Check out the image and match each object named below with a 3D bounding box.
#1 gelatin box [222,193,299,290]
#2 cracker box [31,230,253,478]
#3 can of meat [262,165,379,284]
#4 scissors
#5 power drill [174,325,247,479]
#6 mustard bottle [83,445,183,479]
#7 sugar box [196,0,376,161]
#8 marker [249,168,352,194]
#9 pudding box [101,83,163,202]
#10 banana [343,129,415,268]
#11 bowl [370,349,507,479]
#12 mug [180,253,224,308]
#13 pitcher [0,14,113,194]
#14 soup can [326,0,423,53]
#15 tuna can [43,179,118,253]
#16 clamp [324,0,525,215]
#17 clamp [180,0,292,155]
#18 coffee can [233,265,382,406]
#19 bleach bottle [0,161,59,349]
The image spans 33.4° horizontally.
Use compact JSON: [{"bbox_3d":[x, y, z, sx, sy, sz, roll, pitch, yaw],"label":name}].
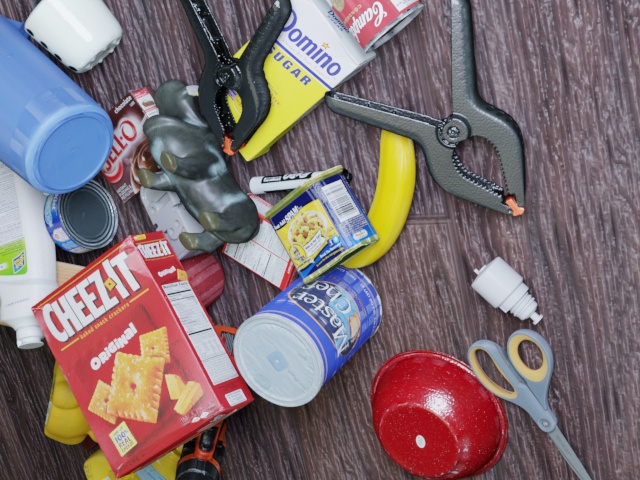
[{"bbox_3d":[-0.058,0.001,1.168,0.089,0.030,0.073,32,127,15],"label":"gelatin box"},{"bbox_3d":[-0.195,0.122,1.145,0.164,0.072,0.214,-34,80,23],"label":"cracker box"},{"bbox_3d":[0.001,-0.014,1.072,0.102,0.057,0.084,-36,81,47],"label":"can of meat"},{"bbox_3d":[0.236,0.167,1.079,0.202,0.016,0.096,43,127,6],"label":"scissors"},{"bbox_3d":[-0.125,0.207,1.227,0.057,0.184,0.188,15,116,-8],"label":"power drill"},{"bbox_3d":[-0.224,0.289,1.391,0.192,0.058,0.096,-34,95,38],"label":"mustard bottle"},{"bbox_3d":[-0.038,-0.165,1.064,0.177,0.048,0.093,-38,90,39],"label":"sugar box"},{"bbox_3d":[-0.021,-0.062,1.121,0.121,0.020,0.020,-3,111,32],"label":"marker"},{"bbox_3d":[-0.207,-0.108,1.199,0.114,0.039,0.090,-34,92,38],"label":"pudding box"},{"bbox_3d":[0.057,-0.036,1.075,0.070,0.037,0.198,34,126,10],"label":"banana"},{"bbox_3d":[0.115,0.200,1.144,0.162,0.055,0.162,14,120,25],"label":"bowl"},{"bbox_3d":[-0.161,0.063,1.227,0.093,0.081,0.117,-3,111,32],"label":"mug"},{"bbox_3d":[-0.341,-0.147,1.143,0.243,0.144,0.149,38,100,31],"label":"pitcher"},{"bbox_3d":[0.037,-0.232,0.972,0.069,0.068,0.102,-37,90,38],"label":"soup can"},{"bbox_3d":[-0.282,-0.029,1.254,0.034,0.086,0.086,-16,104,38],"label":"tuna can"},{"bbox_3d":[0.128,-0.114,0.985,0.210,0.036,0.165,44,116,-5],"label":"clamp"},{"bbox_3d":[-0.092,-0.172,1.043,0.120,0.039,0.171,26,120,25],"label":"clamp"},{"bbox_3d":[-0.011,0.094,1.114,0.103,0.140,0.103,14,119,25],"label":"coffee can"},{"bbox_3d":[-0.360,0.005,1.257,0.103,0.068,0.251,-20,72,26],"label":"bleach bottle"}]
